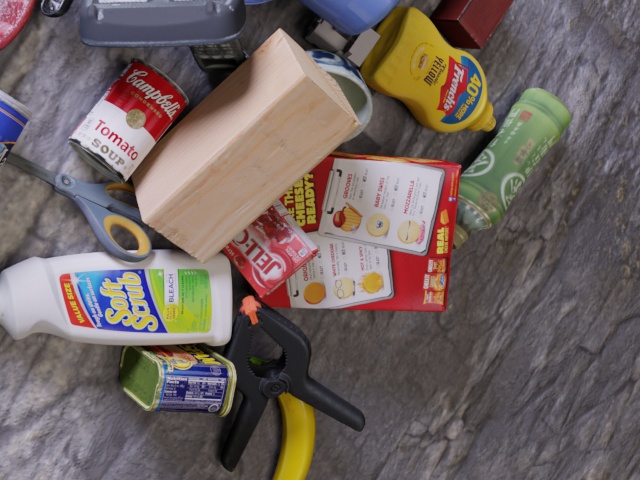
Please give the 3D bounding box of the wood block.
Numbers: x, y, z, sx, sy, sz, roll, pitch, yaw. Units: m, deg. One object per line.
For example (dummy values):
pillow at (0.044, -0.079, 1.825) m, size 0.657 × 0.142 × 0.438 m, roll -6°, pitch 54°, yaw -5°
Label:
wood block at (-0.075, -0.088, 1.021) m, size 0.206 × 0.091 × 0.090 m, roll -41°, pitch 129°, yaw 14°

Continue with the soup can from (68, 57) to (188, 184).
soup can at (-0.183, -0.113, 1.013) m, size 0.068 × 0.069 × 0.102 m, roll 44°, pitch 76°, yaw -33°

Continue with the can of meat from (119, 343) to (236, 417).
can of meat at (-0.146, 0.138, 1.075) m, size 0.083 × 0.102 × 0.057 m, roll 8°, pitch 97°, yaw -33°

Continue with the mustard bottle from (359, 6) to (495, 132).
mustard bottle at (0.136, -0.178, 1.219) m, size 0.191 × 0.058 × 0.096 m, roll 31°, pitch 83°, yaw -35°

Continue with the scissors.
scissors at (-0.233, -0.035, 1.001) m, size 0.201 × 0.016 × 0.096 m, roll 15°, pitch 51°, yaw -37°

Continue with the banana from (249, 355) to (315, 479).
banana at (-0.039, 0.214, 1.208) m, size 0.069 × 0.037 × 0.198 m, roll -9°, pitch 105°, yaw -5°

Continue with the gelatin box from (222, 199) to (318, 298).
gelatin box at (-0.057, 0.001, 1.073) m, size 0.073 × 0.030 × 0.089 m, roll -40°, pitch 84°, yaw 18°

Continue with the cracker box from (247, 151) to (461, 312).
cracker box at (0.035, -0.011, 1.149) m, size 0.213 × 0.072 × 0.164 m, roll 2°, pitch 99°, yaw -15°

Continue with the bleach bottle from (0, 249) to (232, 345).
bleach bottle at (-0.211, 0.062, 1.038) m, size 0.250 × 0.068 × 0.102 m, roll -3°, pitch 97°, yaw -32°

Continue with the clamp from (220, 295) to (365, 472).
clamp at (-0.058, 0.154, 1.132) m, size 0.164 × 0.036 × 0.210 m, roll -23°, pitch 121°, yaw 0°

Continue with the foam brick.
foam brick at (0.175, -0.267, 1.229) m, size 0.051 × 0.053 × 0.078 m, roll 40°, pitch 79°, yaw -33°
